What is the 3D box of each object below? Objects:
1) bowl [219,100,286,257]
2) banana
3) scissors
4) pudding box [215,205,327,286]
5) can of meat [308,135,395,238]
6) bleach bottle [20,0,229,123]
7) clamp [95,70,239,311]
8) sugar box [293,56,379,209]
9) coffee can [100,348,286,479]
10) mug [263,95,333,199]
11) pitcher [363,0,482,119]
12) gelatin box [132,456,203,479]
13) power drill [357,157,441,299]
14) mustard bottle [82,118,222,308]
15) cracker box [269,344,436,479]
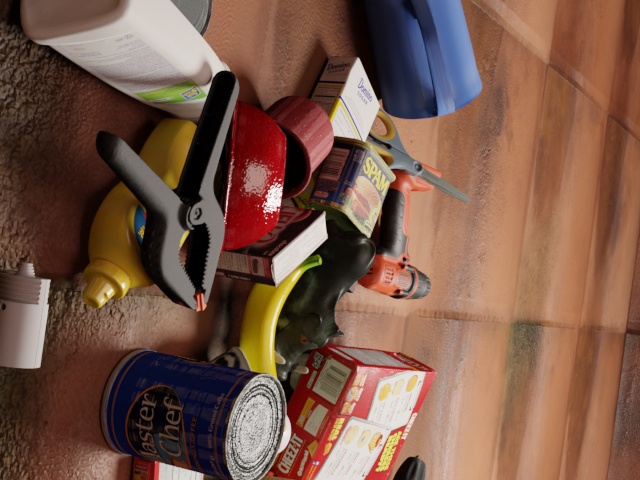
[{"bbox_3d":[-0.066,-0.061,1.043,0.162,0.055,0.162,-175,-90,-84],"label":"bowl"},{"bbox_3d":[-0.053,0.105,1.126,0.037,0.070,0.198,1,102,-74],"label":"banana"},{"bbox_3d":[0.117,-0.114,1.396,0.201,0.016,0.096,13,68,-32],"label":"scissors"},{"bbox_3d":[-0.057,0.001,1.119,0.113,0.090,0.039,-46,135,-47],"label":"pudding box"},{"bbox_3d":[0.034,-0.057,1.211,0.102,0.058,0.084,45,62,-55],"label":"can of meat"},{"bbox_3d":[-0.149,-0.157,0.927,0.250,0.103,0.068,41,46,-67],"label":"bleach bottle"},{"bbox_3d":[-0.115,-0.036,0.925,0.164,0.036,0.210,-43,139,-40],"label":"clamp"},{"bbox_3d":[0.012,-0.123,1.266,0.093,0.048,0.176,60,43,-49],"label":"sugar box"},{"bbox_3d":[-0.118,0.162,0.993,0.102,0.140,0.103,-22,115,-58],"label":"coffee can"},{"bbox_3d":[-0.040,-0.095,1.144,0.081,0.093,0.117,-52,170,-51],"label":"mug"},{"bbox_3d":[0.120,-0.279,1.334,0.144,0.149,0.243,-43,130,-34],"label":"pitcher"},{"bbox_3d":[-0.152,0.247,1.066,0.089,0.030,0.073,3,93,-62],"label":"gelatin box"},{"bbox_3d":[0.117,-0.012,1.470,0.184,0.057,0.187,17,81,-61],"label":"power drill"},{"bbox_3d":[-0.158,-0.016,0.964,0.191,0.058,0.096,-60,148,-34],"label":"mustard bottle"},{"bbox_3d":[0.039,0.215,1.312,0.213,0.072,0.164,15,102,-57],"label":"cracker box"}]
